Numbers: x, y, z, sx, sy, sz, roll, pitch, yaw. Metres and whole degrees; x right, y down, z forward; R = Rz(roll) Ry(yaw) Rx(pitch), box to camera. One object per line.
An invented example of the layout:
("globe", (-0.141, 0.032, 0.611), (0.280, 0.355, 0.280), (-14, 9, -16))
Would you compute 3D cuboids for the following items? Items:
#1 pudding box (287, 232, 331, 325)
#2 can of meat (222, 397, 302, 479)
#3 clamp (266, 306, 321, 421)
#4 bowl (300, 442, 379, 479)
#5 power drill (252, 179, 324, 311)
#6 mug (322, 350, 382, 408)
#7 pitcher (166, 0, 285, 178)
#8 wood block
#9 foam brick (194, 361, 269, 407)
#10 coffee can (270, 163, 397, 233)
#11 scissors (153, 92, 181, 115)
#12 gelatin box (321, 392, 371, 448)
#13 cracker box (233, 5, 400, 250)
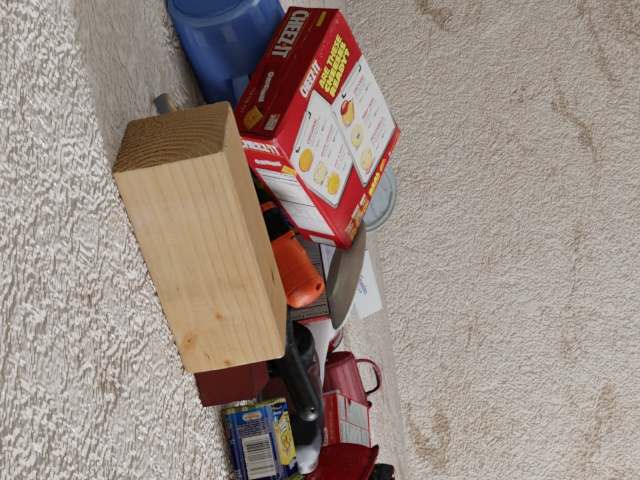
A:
("pudding box", (-0.034, 0.049, 1.301), (0.039, 0.090, 0.113), (48, 33, -75))
("can of meat", (-0.057, 0.201, 1.052), (0.102, 0.057, 0.084), (38, 41, -80))
("clamp", (-0.042, 0.093, 1.040), (0.120, 0.039, 0.171), (39, -28, 48))
("bowl", (0.001, 0.286, 1.209), (0.162, 0.055, 0.162), (-57, 179, -2))
("power drill", (-0.058, 0.001, 1.194), (0.184, 0.057, 0.187), (57, -2, 11))
("mug", (0.030, 0.204, 1.512), (0.093, 0.117, 0.081), (-134, -152, -82))
("pitcher", (-0.075, -0.180, 1.161), (0.149, 0.145, 0.242), (30, -21, 33))
("wood block", (-0.095, 0.000, 0.900), (0.091, 0.090, 0.206), (-90, 168, -57))
("foam brick", (-0.082, 0.118, 0.987), (0.078, 0.053, 0.051), (-36, 116, -81))
("coffee can", (0.015, -0.061, 1.325), (0.141, 0.102, 0.103), (5, -72, 60))
("scissors", (-0.102, -0.049, 1.008), (0.201, 0.016, 0.096), (62, 3, -14))
("gelatin box", (0.031, 0.237, 1.342), (0.089, 0.030, 0.073), (34, 46, -53))
("cracker box", (-0.002, -0.115, 1.128), (0.164, 0.072, 0.213), (-65, 147, -21))
